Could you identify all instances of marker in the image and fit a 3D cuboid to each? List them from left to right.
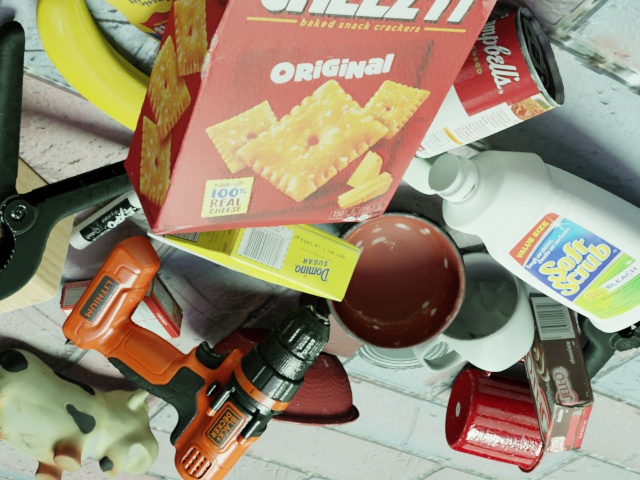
[{"bbox_3d":[-0.159,-0.025,0.850,0.121,0.020,0.020,-29,133,35],"label":"marker"}]

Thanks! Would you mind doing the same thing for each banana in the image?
[{"bbox_3d":[-0.129,-0.111,0.721,0.070,0.037,0.197,-18,139,25],"label":"banana"}]

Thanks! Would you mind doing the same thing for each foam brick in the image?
[{"bbox_3d":[0.020,0.058,0.926,0.051,0.053,0.078,19,139,-21],"label":"foam brick"}]

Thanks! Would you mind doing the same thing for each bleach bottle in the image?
[{"bbox_3d":[0.170,-0.005,0.795,0.250,0.068,0.103,22,135,-37],"label":"bleach bottle"}]

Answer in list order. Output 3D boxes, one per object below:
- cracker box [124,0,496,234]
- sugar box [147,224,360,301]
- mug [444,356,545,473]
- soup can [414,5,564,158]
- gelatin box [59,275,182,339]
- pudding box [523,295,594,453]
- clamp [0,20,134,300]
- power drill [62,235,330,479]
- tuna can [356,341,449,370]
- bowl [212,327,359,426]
[{"bbox_3d":[-0.004,-0.101,0.603,0.163,0.072,0.214,-4,139,-31],"label":"cracker box"},{"bbox_3d":[-0.055,0.001,0.785,0.093,0.048,0.176,24,172,-26],"label":"sugar box"},{"bbox_3d":[0.175,0.162,1.038,0.081,0.093,0.117,14,111,-8],"label":"mug"},{"bbox_3d":[0.099,-0.101,0.698,0.102,0.068,0.068,-20,138,27],"label":"soup can"},{"bbox_3d":[-0.179,0.063,0.960,0.089,0.030,0.073,-8,143,13],"label":"gelatin box"},{"bbox_3d":[0.208,0.118,0.947,0.039,0.113,0.090,-3,143,1],"label":"pudding box"},{"bbox_3d":[-0.208,-0.023,0.746,0.164,0.210,0.036,34,175,-41],"label":"clamp"},{"bbox_3d":[-0.104,0.082,0.866,0.188,0.057,0.184,41,105,11],"label":"power drill"},{"bbox_3d":[0.074,0.082,0.971,0.086,0.033,0.086,1,143,1],"label":"tuna can"},{"bbox_3d":[-0.038,0.117,0.965,0.162,0.055,0.162,12,-175,-1],"label":"bowl"}]
